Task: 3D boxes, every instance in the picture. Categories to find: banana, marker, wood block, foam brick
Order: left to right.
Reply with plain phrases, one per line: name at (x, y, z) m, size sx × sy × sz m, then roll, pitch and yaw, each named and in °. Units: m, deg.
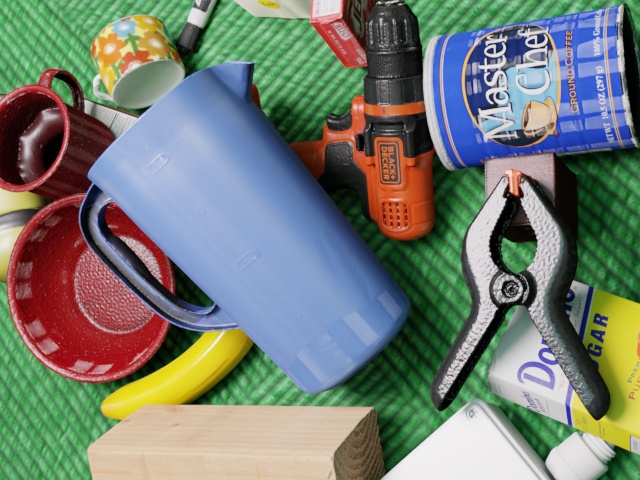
banana at (-0.106, 0.097, 0.900) m, size 0.198 × 0.037 × 0.070 m, roll -46°, pitch 46°, yaw 8°
marker at (-0.101, -0.225, 0.970) m, size 0.020 × 0.020 × 0.121 m, roll 25°, pitch 90°, yaw 27°
wood block at (-0.062, 0.183, 0.815) m, size 0.206 × 0.090 × 0.091 m, roll -3°, pitch 103°, yaw 24°
foam brick at (0.154, -0.029, 0.778) m, size 0.053 × 0.078 × 0.051 m, roll -5°, pitch 80°, yaw 25°

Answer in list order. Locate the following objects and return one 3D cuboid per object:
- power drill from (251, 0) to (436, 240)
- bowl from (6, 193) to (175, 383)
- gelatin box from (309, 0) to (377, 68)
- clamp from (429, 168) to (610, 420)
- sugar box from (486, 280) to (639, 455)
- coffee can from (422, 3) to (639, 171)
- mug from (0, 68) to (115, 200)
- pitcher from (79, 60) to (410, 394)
power drill at (0.000, -0.093, 0.843) m, size 0.188 × 0.057 × 0.184 m, roll 4°, pitch 108°, yaw 30°
bowl at (-0.188, 0.040, 0.925) m, size 0.162 × 0.055 × 0.162 m, roll 1°, pitch 93°, yaw 18°
gelatin box at (0.021, -0.196, 0.869) m, size 0.030 × 0.073 × 0.089 m, roll -7°, pitch 65°, yaw 22°
clamp at (0.142, 0.040, 0.714) m, size 0.120 × 0.039 × 0.171 m, roll 9°, pitch 92°, yaw 20°
sugar box at (0.212, 0.092, 0.731) m, size 0.176 × 0.048 × 0.093 m, roll 21°, pitch 67°, yaw 24°
coffee can at (0.157, -0.109, 0.779) m, size 0.140 × 0.102 × 0.103 m, roll -6°, pitch 77°, yaw 24°
mug at (-0.229, -0.090, 0.923) m, size 0.093 × 0.081 × 0.117 m, roll -1°, pitch 79°, yaw 25°
pitcher at (-0.055, 0.001, 0.801) m, size 0.243 × 0.149 × 0.144 m, roll 49°, pitch 59°, yaw -4°
